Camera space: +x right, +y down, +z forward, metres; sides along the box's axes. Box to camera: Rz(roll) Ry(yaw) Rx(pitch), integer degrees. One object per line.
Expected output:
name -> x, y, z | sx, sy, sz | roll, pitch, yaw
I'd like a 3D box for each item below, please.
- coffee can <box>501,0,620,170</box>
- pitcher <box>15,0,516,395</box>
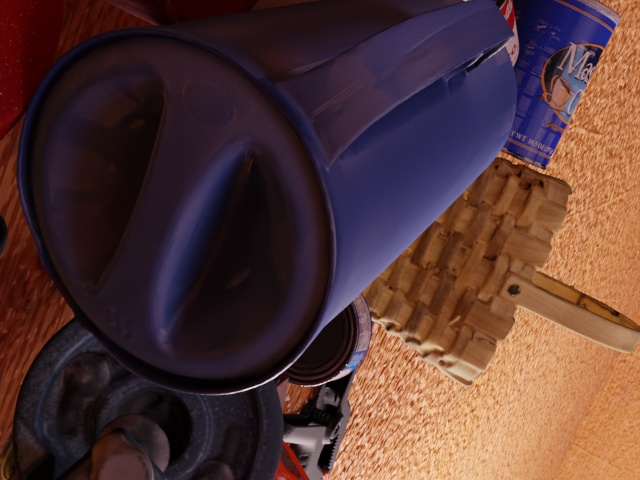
coffee can -> 0.175, -0.144, 0.903 | 0.102, 0.103, 0.140 | 4, 113, -64
pitcher -> 0.006, -0.047, 0.456 | 0.242, 0.149, 0.145 | -34, 136, -55
